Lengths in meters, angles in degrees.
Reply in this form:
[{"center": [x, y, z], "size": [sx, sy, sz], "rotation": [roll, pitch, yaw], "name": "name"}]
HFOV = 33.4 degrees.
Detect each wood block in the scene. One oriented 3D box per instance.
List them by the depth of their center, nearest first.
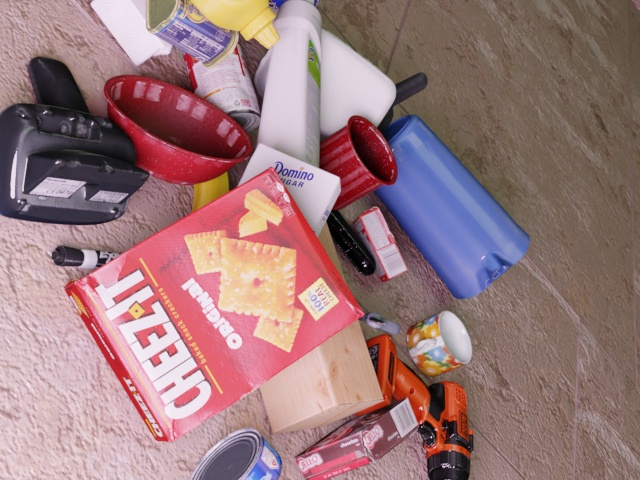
[{"center": [-0.021, 0.086, 1.116], "size": [0.090, 0.091, 0.206], "rotation": [5, 62, -53], "name": "wood block"}]

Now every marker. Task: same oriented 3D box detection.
[{"center": [-0.198, 0.019, 0.988], "size": [0.120, 0.020, 0.020], "rotation": [10, 58, -51], "name": "marker"}]

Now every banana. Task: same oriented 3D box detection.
[{"center": [-0.126, -0.046, 1.121], "size": [0.069, 0.037, 0.197], "rotation": [41, 38, -29], "name": "banana"}]

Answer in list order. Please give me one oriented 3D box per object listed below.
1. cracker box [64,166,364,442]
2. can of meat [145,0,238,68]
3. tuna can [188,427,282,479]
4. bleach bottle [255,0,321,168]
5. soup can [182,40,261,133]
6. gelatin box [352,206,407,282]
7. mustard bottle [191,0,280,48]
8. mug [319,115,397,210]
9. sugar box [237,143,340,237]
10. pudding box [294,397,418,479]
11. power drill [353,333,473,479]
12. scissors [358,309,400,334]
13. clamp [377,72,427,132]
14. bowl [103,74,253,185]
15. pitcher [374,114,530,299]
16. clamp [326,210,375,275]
[{"center": [-0.093, 0.055, 0.958], "size": [0.213, 0.072, 0.164], "rotation": [-32, 93, -21], "name": "cracker box"}, {"center": [-0.139, -0.248, 1.144], "size": [0.083, 0.058, 0.102], "rotation": [25, 46, -39], "name": "can of meat"}, {"center": [-0.076, 0.210, 0.950], "size": [0.033, 0.086, 0.086], "rotation": [50, 34, -20], "name": "tuna can"}, {"center": [-0.029, -0.169, 1.211], "size": [0.102, 0.068, 0.251], "rotation": [60, 32, -67], "name": "bleach bottle"}, {"center": [-0.111, -0.173, 1.209], "size": [0.068, 0.069, 0.102], "rotation": [7, 61, -52], "name": "soup can"}, {"center": [0.074, 0.006, 1.332], "size": [0.073, 0.030, 0.089], "rotation": [120, -55, -83], "name": "gelatin box"}, {"center": [-0.109, -0.278, 1.103], "size": [0.191, 0.058, 0.096], "rotation": [50, 38, -10], "name": "mustard bottle"}, {"center": [0.036, -0.092, 1.268], "size": [0.093, 0.082, 0.117], "rotation": [57, 30, -4], "name": "mug"}, {"center": [-0.057, 0.001, 1.056], "size": [0.093, 0.048, 0.176], "rotation": [25, 74, 9], "name": "sugar box"}, {"center": [0.039, 0.208, 1.108], "size": [0.113, 0.090, 0.039], "rotation": [-17, 82, -58], "name": "pudding box"}, {"center": [0.108, 0.210, 1.235], "size": [0.187, 0.057, 0.184], "rotation": [43, 33, -31], "name": "power drill"}, {"center": [0.043, 0.082, 1.174], "size": [0.201, 0.096, 0.016], "rotation": [34, 77, -75], "name": "scissors"}, {"center": [0.078, -0.188, 1.456], "size": [0.171, 0.120, 0.039], "rotation": [-73, 156, -44], "name": "clamp"}, {"center": [-0.151, -0.103, 1.077], "size": [0.162, 0.055, 0.162], "rotation": [24, 23, -11], "name": "bowl"}, {"center": [0.159, -0.050, 1.453], "size": [0.242, 0.149, 0.144], "rotation": [49, 50, -13], "name": "pitcher"}, {"center": [-0.007, -0.047, 1.288], "size": [0.164, 0.036, 0.210], "rotation": [14, 55, -50], "name": "clamp"}]
